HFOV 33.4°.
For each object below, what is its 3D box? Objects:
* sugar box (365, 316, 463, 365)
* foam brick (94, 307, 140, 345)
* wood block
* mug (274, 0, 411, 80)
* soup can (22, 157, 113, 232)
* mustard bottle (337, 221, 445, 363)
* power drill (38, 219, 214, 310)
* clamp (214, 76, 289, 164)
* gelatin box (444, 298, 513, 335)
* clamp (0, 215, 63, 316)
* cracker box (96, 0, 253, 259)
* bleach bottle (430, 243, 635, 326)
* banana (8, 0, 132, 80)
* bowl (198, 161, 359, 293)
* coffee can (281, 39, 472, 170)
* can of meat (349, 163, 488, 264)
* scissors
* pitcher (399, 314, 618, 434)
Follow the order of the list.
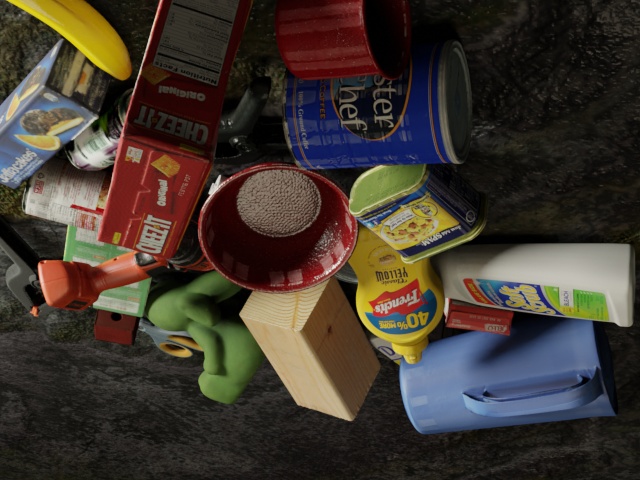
[{"bbox_3d":[0.146,0.144,1.387,0.094,0.048,0.176,-15,143,38],"label":"sugar box"},{"bbox_3d":[-0.259,0.089,1.386,0.053,0.078,0.051,10,150,-4],"label":"foam brick"},{"bbox_3d":[-0.007,0.124,1.311,0.090,0.090,0.206,12,147,31],"label":"wood block"},{"bbox_3d":[0.014,-0.180,0.832,0.082,0.093,0.117,-1,118,28],"label":"mug"},{"bbox_3d":[-0.263,-0.049,1.153,0.102,0.068,0.069,15,150,-7],"label":"soup can"},{"bbox_3d":[0.084,0.052,1.153,0.096,0.058,0.191,-10,119,10],"label":"mustard bottle"},{"bbox_3d":[-0.209,0.025,1.177,0.188,0.057,0.184,-16,170,7],"label":"power drill"},{"bbox_3d":[-0.072,-0.109,1.017,0.172,0.039,0.120,-11,146,32],"label":"clamp"},{"bbox_3d":[0.181,0.082,1.236,0.073,0.030,0.089,8,-169,3],"label":"gelatin box"},{"bbox_3d":[-0.343,0.043,1.370,0.164,0.036,0.210,14,147,-6],"label":"clamp"},{"bbox_3d":[-0.109,-0.116,0.839,0.072,0.213,0.164,15,150,-10],"label":"cracker box"},{"bbox_3d":[0.215,0.043,1.175,0.251,0.068,0.102,2,149,19],"label":"bleach bottle"},{"bbox_3d":[-0.236,-0.200,0.917,0.197,0.037,0.070,29,163,-28],"label":"banana"},{"bbox_3d":[-0.043,-0.024,1.086,0.162,0.055,0.162,-1,127,-2],"label":"bowl"},{"bbox_3d":[0.050,-0.113,0.908,0.140,0.102,0.102,-1,149,20],"label":"coffee can"},{"bbox_3d":[0.089,-0.033,0.985,0.102,0.057,0.083,-24,130,40],"label":"can of meat"},{"bbox_3d":[-0.251,0.127,1.511,0.201,0.016,0.096,18,150,-13],"label":"scissors"},{"bbox_3d":[0.219,0.161,1.254,0.243,0.145,0.149,-13,148,18],"label":"pitcher"}]
